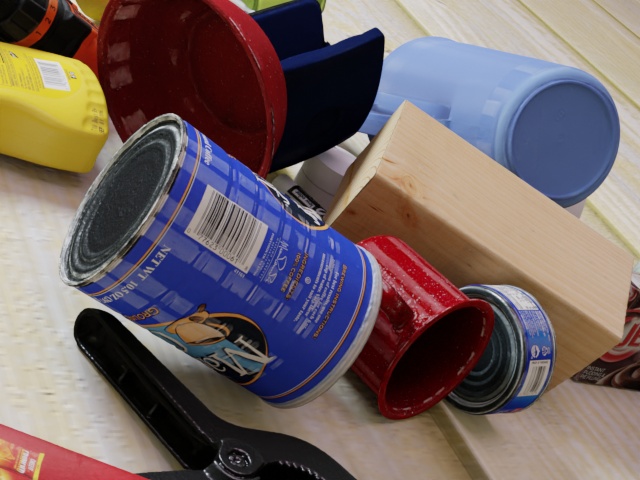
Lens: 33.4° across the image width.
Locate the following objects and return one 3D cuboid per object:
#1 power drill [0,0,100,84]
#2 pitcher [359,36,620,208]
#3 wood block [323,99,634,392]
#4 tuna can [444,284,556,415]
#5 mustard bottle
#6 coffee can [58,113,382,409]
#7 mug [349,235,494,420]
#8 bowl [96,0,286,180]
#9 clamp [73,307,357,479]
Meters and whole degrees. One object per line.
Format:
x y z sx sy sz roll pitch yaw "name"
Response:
-0.231 -0.193 0.777 0.188 0.057 0.184 53 7 34 "power drill"
0.129 -0.098 0.889 0.145 0.149 0.243 46 -5 -22 "pitcher"
0.112 0.007 0.767 0.206 0.090 0.090 33 46 -9 "wood block"
0.110 0.071 0.699 0.033 0.086 0.086 3 37 -42 "tuna can"
-0.231 -0.096 0.658 0.191 0.058 0.096 10 37 -38 "mustard bottle"
-0.051 0.014 0.569 0.140 0.103 0.103 35 21 -28 "coffee can"
0.043 0.045 0.657 0.082 0.093 0.117 44 -3 34 "mug"
-0.076 -0.103 0.712 0.162 0.162 0.055 40 46 18 "bowl"
-0.050 0.109 0.513 0.210 0.036 0.164 22 27 -11 "clamp"
